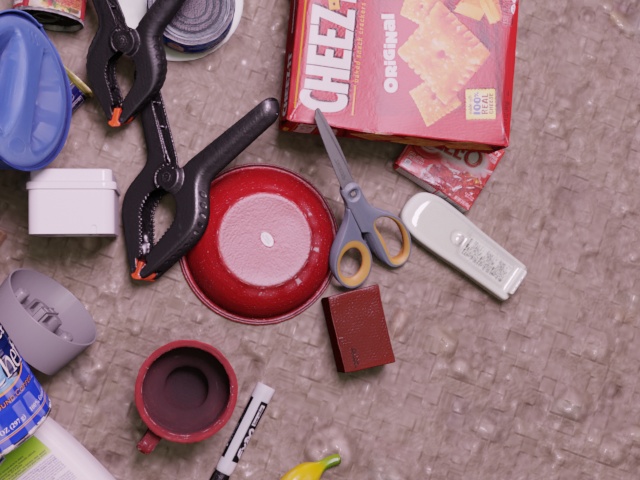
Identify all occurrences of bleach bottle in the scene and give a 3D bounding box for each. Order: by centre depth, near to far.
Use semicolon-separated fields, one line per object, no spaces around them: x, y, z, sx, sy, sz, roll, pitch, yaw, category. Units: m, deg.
-0.257;0.210;0.988;0.102;0.068;0.251;-38;89;-10;bleach bottle

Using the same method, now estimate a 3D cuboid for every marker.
-0.080;0.195;1.034;0.020;0.020;0.121;28;83;-5;marker

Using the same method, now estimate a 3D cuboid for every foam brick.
0.036;0.087;1.042;0.053;0.051;0.078;-11;87;-8;foam brick

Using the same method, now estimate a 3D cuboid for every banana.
-0.029;0.299;1.024;0.069;0.037;0.198;12;84;-6;banana

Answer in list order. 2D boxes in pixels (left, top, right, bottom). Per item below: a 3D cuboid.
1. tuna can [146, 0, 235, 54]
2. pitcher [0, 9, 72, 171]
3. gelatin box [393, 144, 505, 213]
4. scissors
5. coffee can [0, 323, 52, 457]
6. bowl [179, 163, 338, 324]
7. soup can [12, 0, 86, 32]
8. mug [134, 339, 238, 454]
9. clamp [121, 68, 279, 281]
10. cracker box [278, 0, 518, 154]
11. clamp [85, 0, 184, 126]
-0.125;-0.226;1.029;0.086;0.034;0.086;0;88;-8;tuna can
-0.352;-0.112;0.917;0.243;0.149;0.145;-3;93;23;pitcher
0.129;-0.082;1.078;0.089;0.030;0.073;33;82;-5;gelatin box
0.019;-0.028;1.012;0.096;0.016;0.201;-45;128;-2;scissors
-0.304;0.107;0.892;0.102;0.103;0.140;-30;109;-9;coffee can
-0.057;0.001;1.034;0.162;0.055;0.162;1;86;-8;bowl
-0.254;-0.258;1.018;0.068;0.068;0.102;7;84;-8;soup can
-0.133;0.149;0.998;0.093;0.081;0.117;33;82;-5;mug
-0.144;-0.066;1.020;0.165;0.036;0.210;27;96;27;clamp
0.076;-0.176;1.012;0.213;0.072;0.164;6;87;-9;cracker box
-0.168;-0.191;0.994;0.120;0.039;0.171;6;106;20;clamp
